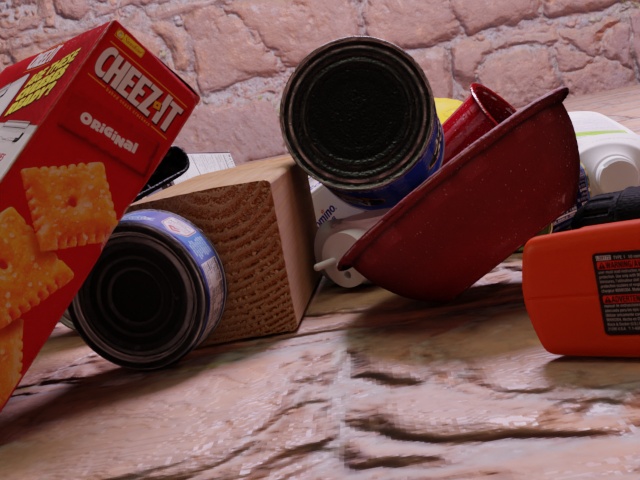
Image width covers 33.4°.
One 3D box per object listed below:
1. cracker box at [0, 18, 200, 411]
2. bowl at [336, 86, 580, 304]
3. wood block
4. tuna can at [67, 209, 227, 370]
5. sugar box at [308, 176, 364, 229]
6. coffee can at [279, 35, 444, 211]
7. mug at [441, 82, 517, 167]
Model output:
[{"bbox_3d":[-0.175,-0.004,0.572,0.164,0.072,0.213,-1,54,55],"label":"cracker box"},{"bbox_3d":[0.089,-0.013,0.593,0.162,0.055,0.162,-37,-7,-5],"label":"bowl"},{"bbox_3d":[-0.055,0.001,0.709,0.090,0.091,0.206,-11,8,6],"label":"wood block"},{"bbox_3d":[-0.097,0.028,0.591,0.086,0.086,0.033,-9,10,17],"label":"tuna can"},{"bbox_3d":[-0.018,-0.027,0.937,0.093,0.048,0.176,-38,14,-6],"label":"sugar box"},{"bbox_3d":[0.034,-0.078,0.758,0.103,0.103,0.140,-10,-6,8],"label":"coffee can"},{"bbox_3d":[0.133,-0.065,0.867,0.082,0.093,0.117,-46,-21,23],"label":"mug"}]
